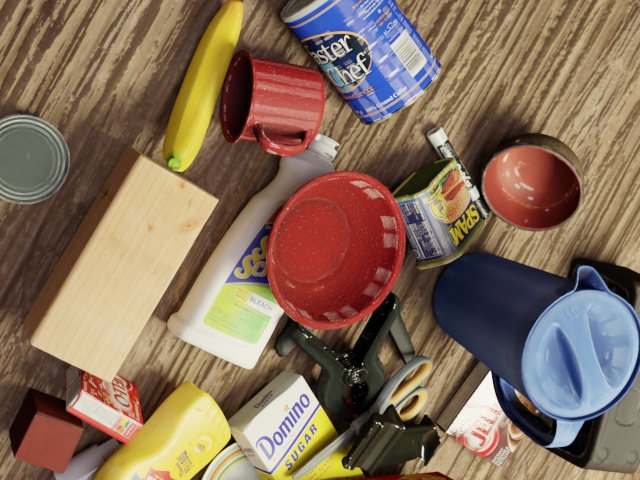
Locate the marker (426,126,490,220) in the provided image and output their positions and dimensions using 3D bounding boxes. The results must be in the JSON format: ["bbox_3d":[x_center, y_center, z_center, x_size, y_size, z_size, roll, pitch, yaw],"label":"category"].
[{"bbox_3d":[0.155,-0.072,1.185,0.020,0.020,0.121,-37,110,-8],"label":"marker"}]

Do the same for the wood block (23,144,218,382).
[{"bbox_3d":[-0.198,0.020,1.048,0.090,0.091,0.206,30,91,-21],"label":"wood block"}]

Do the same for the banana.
[{"bbox_3d":[-0.116,-0.143,1.048,0.037,0.070,0.197,24,67,-23],"label":"banana"}]

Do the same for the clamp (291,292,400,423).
[{"bbox_3d":[0.022,0.134,1.141,0.120,0.039,0.171,-7,125,-16],"label":"clamp"}]

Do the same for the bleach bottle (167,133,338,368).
[{"bbox_3d":[-0.057,0.001,1.108,0.102,0.068,0.251,27,89,-23],"label":"bleach bottle"}]

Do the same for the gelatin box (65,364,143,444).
[{"bbox_3d":[-0.217,0.156,1.070,0.073,0.089,0.030,36,98,-22],"label":"gelatin box"}]

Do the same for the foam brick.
[{"bbox_3d":[-0.274,0.190,1.065,0.053,0.078,0.051,26,90,-22],"label":"foam brick"}]

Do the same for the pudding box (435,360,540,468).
[{"bbox_3d":[0.203,0.196,1.245,0.090,0.039,0.113,35,89,-21],"label":"pudding box"}]

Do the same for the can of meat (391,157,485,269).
[{"bbox_3d":[0.125,-0.031,1.146,0.101,0.058,0.084,-44,113,-49],"label":"can of meat"}]

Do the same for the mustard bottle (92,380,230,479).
[{"bbox_3d":[-0.177,0.237,1.082,0.191,0.058,0.096,-44,144,-24],"label":"mustard bottle"}]

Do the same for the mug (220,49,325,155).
[{"bbox_3d":[-0.044,-0.129,1.060,0.081,0.117,0.093,6,135,-25],"label":"mug"}]

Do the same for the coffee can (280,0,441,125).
[{"bbox_3d":[0.042,-0.202,1.076,0.102,0.103,0.140,-42,111,-7],"label":"coffee can"}]

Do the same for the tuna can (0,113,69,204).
[{"bbox_3d":[-0.287,-0.080,1.028,0.086,0.034,0.086,-4,102,-18],"label":"tuna can"}]

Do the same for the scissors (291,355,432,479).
[{"bbox_3d":[0.054,0.208,1.180,0.201,0.016,0.096,-44,143,-12],"label":"scissors"}]

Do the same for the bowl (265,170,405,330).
[{"bbox_3d":[0.005,0.005,1.072,0.161,0.055,0.162,-8,107,-29],"label":"bowl"}]

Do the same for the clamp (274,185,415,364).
[{"bbox_3d":[0.053,0.043,1.165,0.164,0.036,0.210,13,100,-22],"label":"clamp"}]

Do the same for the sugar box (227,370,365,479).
[{"bbox_3d":[-0.019,0.240,1.167,0.093,0.048,0.176,-41,114,-25],"label":"sugar box"}]

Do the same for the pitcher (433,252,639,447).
[{"bbox_3d":[0.212,0.098,1.119,0.149,0.243,0.145,-44,111,-6],"label":"pitcher"}]
